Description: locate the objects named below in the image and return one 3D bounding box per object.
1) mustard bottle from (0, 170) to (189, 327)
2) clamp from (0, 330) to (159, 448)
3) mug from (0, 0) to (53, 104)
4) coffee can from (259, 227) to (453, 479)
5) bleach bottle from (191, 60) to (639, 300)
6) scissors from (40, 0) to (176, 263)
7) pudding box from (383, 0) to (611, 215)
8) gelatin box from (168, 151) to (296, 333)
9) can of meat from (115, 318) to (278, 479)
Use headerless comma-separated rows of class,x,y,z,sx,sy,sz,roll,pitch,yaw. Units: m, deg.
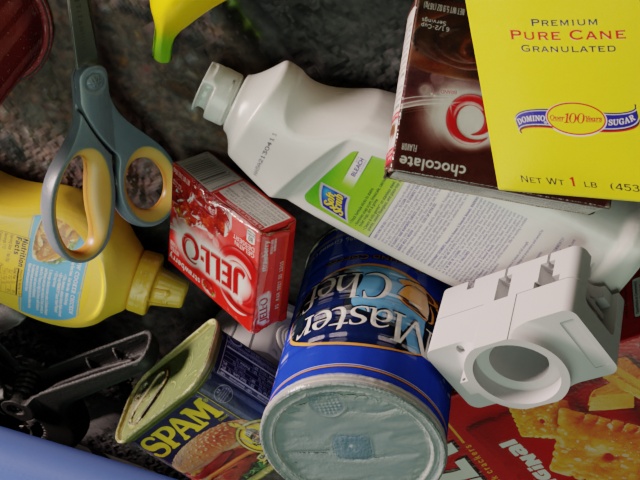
mustard bottle,-0.177,0.006,0.675,0.191,0.058,0.096,18,122,-2
clamp,-0.189,0.099,0.717,0.164,0.036,0.210,14,140,2
mug,-0.211,-0.098,0.584,0.117,0.081,0.093,-34,115,32
coffee can,0.028,0.069,0.628,0.103,0.140,0.103,6,129,7
bleach bottle,0.051,-0.038,0.589,0.250,0.068,0.103,25,130,-5
scissors,-0.115,-0.084,0.608,0.016,0.096,0.202,26,112,44
pudding box,0.093,-0.066,0.534,0.113,0.090,0.039,9,173,0
gelatin box,-0.054,0.001,0.628,0.089,0.030,0.073,38,135,35
can of meat,-0.064,0.108,0.667,0.084,0.057,0.102,36,128,-20
